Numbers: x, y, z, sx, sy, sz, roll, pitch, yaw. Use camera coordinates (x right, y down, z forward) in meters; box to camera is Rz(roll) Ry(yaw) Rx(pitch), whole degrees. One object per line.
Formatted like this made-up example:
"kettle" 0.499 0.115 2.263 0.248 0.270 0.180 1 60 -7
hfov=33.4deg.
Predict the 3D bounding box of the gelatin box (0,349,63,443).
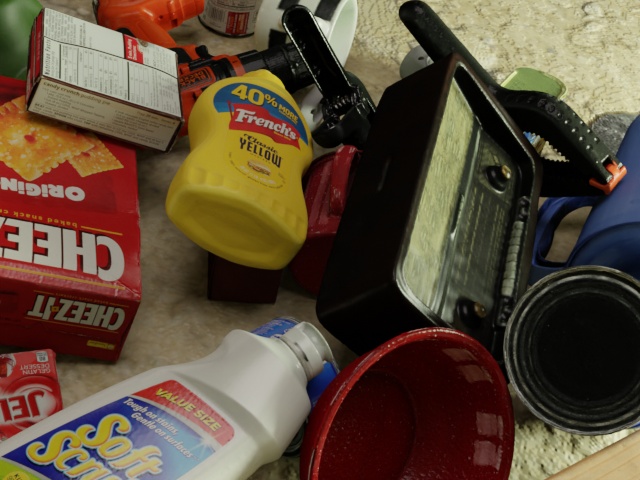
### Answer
"gelatin box" -0.203 0.106 0.653 0.089 0.030 0.073 -4 46 -20

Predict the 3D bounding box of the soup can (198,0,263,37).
"soup can" -0.079 -0.255 1.022 0.068 0.102 0.068 8 42 -8

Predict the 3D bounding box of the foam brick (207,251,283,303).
"foam brick" -0.055 0.001 0.792 0.051 0.053 0.078 6 43 -10

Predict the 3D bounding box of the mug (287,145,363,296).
"mug" 0.021 -0.015 0.789 0.093 0.117 0.081 6 46 10

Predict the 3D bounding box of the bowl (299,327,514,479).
"bowl" 0.042 0.127 0.640 0.161 0.162 0.055 -20 19 -33

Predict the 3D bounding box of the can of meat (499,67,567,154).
"can of meat" 0.168 -0.094 0.934 0.057 0.084 0.102 30 44 15

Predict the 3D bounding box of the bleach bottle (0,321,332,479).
"bleach bottle" -0.106 0.118 0.587 0.250 0.068 0.103 -33 62 -18

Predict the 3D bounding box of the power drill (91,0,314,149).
"power drill" -0.108 -0.169 0.930 0.184 0.057 0.188 -21 48 -13

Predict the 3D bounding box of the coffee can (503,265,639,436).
"coffee can" 0.186 0.074 0.698 0.103 0.103 0.140 38 8 23

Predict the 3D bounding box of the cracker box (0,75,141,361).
"cracker box" -0.213 -0.028 0.743 0.164 0.072 0.214 11 39 -21

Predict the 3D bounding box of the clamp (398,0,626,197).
"clamp" 0.140 -0.097 0.841 0.210 0.164 0.036 24 53 31

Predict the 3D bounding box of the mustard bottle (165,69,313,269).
"mustard bottle" -0.052 -0.067 0.779 0.096 0.058 0.191 25 37 -16

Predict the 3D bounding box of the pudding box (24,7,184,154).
"pudding box" -0.160 -0.119 0.793 0.113 0.039 0.090 14 41 -24

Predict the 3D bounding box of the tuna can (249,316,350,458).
"tuna can" -0.022 0.094 0.678 0.033 0.086 0.086 -25 56 -34

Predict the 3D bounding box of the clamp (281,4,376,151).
"clamp" 0.015 -0.120 0.870 0.039 0.171 0.120 -14 80 15
